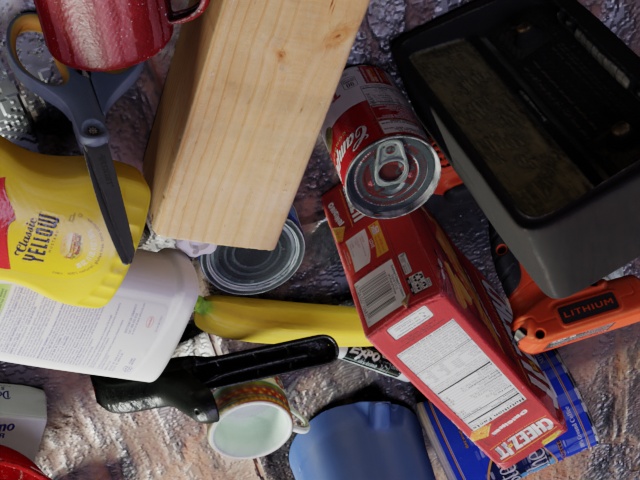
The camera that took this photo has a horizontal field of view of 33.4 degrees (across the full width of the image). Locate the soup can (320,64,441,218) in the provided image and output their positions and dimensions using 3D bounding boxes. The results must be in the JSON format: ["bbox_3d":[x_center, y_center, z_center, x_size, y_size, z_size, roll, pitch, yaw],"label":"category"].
[{"bbox_3d":[0.038,-0.073,0.760,0.068,0.102,0.068,-8,130,-10],"label":"soup can"}]

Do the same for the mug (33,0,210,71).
[{"bbox_3d":[-0.122,-0.157,0.647,0.117,0.093,0.081,-1,132,4],"label":"mug"}]

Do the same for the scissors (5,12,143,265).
[{"bbox_3d":[-0.127,-0.076,0.663,0.096,0.202,0.016,-23,153,-28],"label":"scissors"}]

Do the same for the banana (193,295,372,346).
[{"bbox_3d":[-0.024,0.069,0.884,0.197,0.070,0.037,6,88,-24],"label":"banana"}]

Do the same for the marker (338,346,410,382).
[{"bbox_3d":[0.034,0.102,0.954,0.121,0.020,0.020,22,119,-30],"label":"marker"}]

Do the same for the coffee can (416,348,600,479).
[{"bbox_3d":[0.174,0.171,0.997,0.140,0.103,0.102,-25,131,4],"label":"coffee can"}]

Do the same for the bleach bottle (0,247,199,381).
[{"bbox_3d":[-0.216,0.033,0.731,0.250,0.068,0.103,14,113,-33],"label":"bleach bottle"}]

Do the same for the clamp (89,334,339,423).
[{"bbox_3d":[-0.110,0.113,0.836,0.210,0.164,0.036,-10,94,29],"label":"clamp"}]

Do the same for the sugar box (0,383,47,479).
[{"bbox_3d":[-0.299,0.197,0.915,0.093,0.048,0.176,10,121,-24],"label":"sugar box"}]

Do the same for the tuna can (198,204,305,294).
[{"bbox_3d":[-0.055,0.001,0.836,0.086,0.034,0.086,-8,130,-10],"label":"tuna can"}]

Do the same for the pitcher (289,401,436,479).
[{"bbox_3d":[0.056,0.279,0.956,0.145,0.243,0.149,-31,129,12],"label":"pitcher"}]

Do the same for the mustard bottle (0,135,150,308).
[{"bbox_3d":[-0.207,-0.020,0.649,0.191,0.058,0.096,14,113,-30],"label":"mustard bottle"}]

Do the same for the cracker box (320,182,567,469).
[{"bbox_3d":[0.098,0.057,0.843,0.072,0.164,0.213,-34,129,14],"label":"cracker box"}]

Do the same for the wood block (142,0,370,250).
[{"bbox_3d":[-0.050,-0.104,0.716,0.090,0.091,0.206,8,125,-22],"label":"wood block"}]

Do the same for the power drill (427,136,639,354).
[{"bbox_3d":[0.181,-0.021,0.799,0.184,0.188,0.057,-19,163,1],"label":"power drill"}]
